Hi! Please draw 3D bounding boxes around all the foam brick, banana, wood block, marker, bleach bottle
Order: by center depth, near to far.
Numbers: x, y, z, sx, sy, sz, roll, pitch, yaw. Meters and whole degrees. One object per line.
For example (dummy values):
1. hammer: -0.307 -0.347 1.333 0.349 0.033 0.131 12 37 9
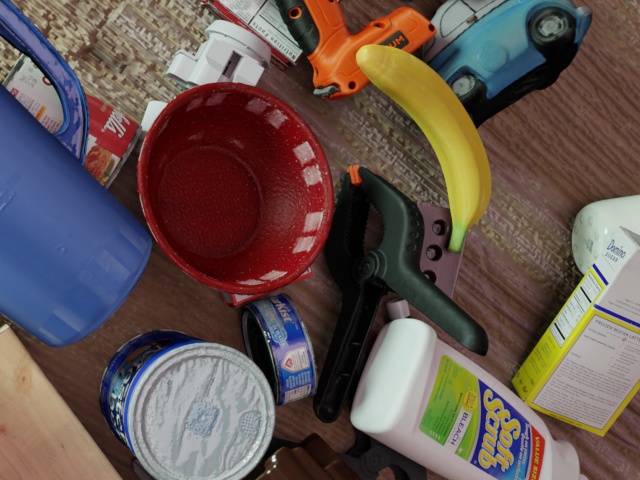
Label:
1. wood block: -0.207 0.169 0.781 0.090 0.091 0.206 -37 102 -16
2. banana: 0.092 -0.084 0.842 0.069 0.037 0.197 -52 125 -35
3. foam brick: 0.087 0.010 0.908 0.053 0.051 0.078 14 85 -19
4. bleach bottle: 0.144 0.164 0.911 0.250 0.068 0.102 31 72 -29
5. marker: 0.079 0.110 0.922 0.020 0.020 0.121 -15 95 -19

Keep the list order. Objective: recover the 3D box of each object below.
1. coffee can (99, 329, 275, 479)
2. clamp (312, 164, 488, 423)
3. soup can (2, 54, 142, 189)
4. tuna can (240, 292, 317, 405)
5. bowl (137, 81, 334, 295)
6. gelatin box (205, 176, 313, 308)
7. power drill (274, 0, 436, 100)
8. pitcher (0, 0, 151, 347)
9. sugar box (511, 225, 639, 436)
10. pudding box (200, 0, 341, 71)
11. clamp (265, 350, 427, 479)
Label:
1. coffee can: -0.103 0.122 0.792 0.102 0.140 0.103 0 90 -20
2. clamp: 0.041 0.036 0.860 0.036 0.165 0.210 25 40 -43
3. soup can: -0.194 -0.084 0.799 0.102 0.069 0.068 32 79 -16
4. tuna can: -0.034 0.087 0.847 0.033 0.086 0.086 -15 95 -18
5. bowl: -0.071 -0.035 0.809 0.161 0.055 0.162 7 76 -29
6. gelatin box: -0.056 0.001 0.869 0.073 0.030 0.089 -22 96 -20
7. power drill: 0.010 -0.220 0.838 0.184 0.057 0.187 -38 103 -11
8. pitcher: -0.226 -0.048 0.715 0.149 0.145 0.242 -33 117 27
9. sugar box: 0.254 0.081 0.932 0.093 0.048 0.176 23 110 -19
10. pudding box: -0.029 -0.210 0.875 0.090 0.039 0.113 38 80 -18
11. clamp: 0.028 0.185 0.893 0.120 0.039 0.171 -35 99 -16
